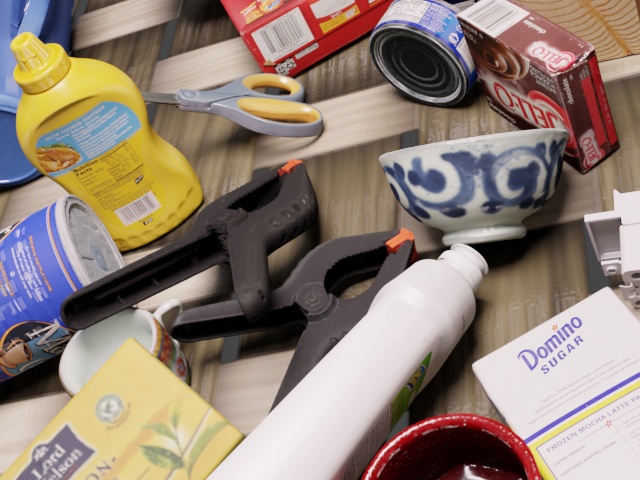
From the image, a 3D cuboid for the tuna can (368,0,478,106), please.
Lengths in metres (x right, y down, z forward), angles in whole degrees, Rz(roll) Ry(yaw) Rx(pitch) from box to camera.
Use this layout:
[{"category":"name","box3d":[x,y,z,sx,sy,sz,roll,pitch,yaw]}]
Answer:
[{"category":"tuna can","box3d":[0.080,-0.141,0.797,0.086,0.086,0.033,14,61,38]}]

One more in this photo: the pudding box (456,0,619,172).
[{"category":"pudding box","box3d":[0.148,-0.109,0.727,0.039,0.090,0.114,-34,42,-5]}]

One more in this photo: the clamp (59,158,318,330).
[{"category":"clamp","box3d":[-0.055,0.001,0.725,0.165,0.036,0.209,0,29,40]}]

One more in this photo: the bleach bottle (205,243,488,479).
[{"category":"bleach bottle","box3d":[0.015,0.099,0.617,0.068,0.103,0.250,36,64,15]}]

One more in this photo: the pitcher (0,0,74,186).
[{"category":"pitcher","box3d":[-0.296,-0.176,1.005,0.145,0.149,0.243,-14,48,2]}]

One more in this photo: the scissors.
[{"category":"scissors","box3d":[-0.095,-0.120,0.860,0.201,0.016,0.096,12,33,-1]}]

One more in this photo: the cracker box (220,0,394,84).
[{"category":"cracker box","box3d":[-0.016,-0.250,0.963,0.164,0.072,0.214,-30,42,2]}]

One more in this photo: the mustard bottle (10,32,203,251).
[{"category":"mustard bottle","box3d":[-0.171,-0.078,0.802,0.096,0.191,0.058,-28,43,4]}]

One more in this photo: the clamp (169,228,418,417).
[{"category":"clamp","box3d":[-0.013,0.045,0.701,0.120,0.039,0.171,38,67,25]}]

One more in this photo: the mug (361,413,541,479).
[{"category":"mug","box3d":[0.064,0.147,0.542,0.117,0.081,0.093,1,52,30]}]

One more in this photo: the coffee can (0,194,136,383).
[{"category":"coffee can","box3d":[-0.221,0.042,0.785,0.140,0.102,0.103,-26,43,6]}]
